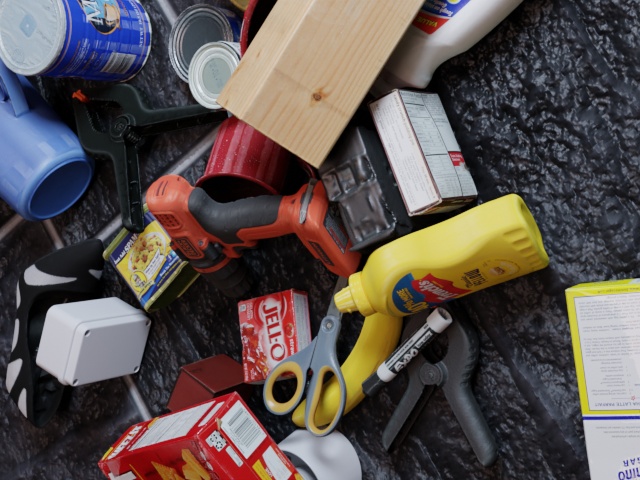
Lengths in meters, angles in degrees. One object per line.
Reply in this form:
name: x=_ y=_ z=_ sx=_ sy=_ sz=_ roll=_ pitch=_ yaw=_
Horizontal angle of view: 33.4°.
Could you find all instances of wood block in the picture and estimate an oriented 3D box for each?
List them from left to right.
wood block: x=0.007 y=-0.179 z=0.934 sx=0.206 sy=0.090 sz=0.090 roll=-57 pitch=24 yaw=4

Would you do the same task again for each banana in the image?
banana: x=0.034 y=0.122 z=1.068 sx=0.198 sy=0.037 sz=0.070 roll=-63 pitch=37 yaw=17

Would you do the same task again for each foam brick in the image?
foam brick: x=-0.115 y=0.161 z=1.137 sx=0.053 sy=0.078 sz=0.051 roll=32 pitch=112 yaw=26

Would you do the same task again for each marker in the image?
marker: x=0.079 y=0.108 z=1.007 sx=0.020 sy=0.020 sz=0.121 roll=51 pitch=120 yaw=18

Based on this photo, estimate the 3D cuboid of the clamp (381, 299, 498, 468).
clamp: x=0.105 y=0.133 z=1.020 sx=0.120 sy=0.039 sz=0.171 roll=-9 pitch=83 yaw=28

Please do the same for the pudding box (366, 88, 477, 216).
pudding box: x=0.094 y=-0.081 z=0.978 sx=0.039 sy=0.089 sz=0.113 roll=-27 pitch=81 yaw=30

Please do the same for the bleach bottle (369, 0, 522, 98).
bleach bottle: x=0.131 y=-0.220 z=0.959 sx=0.251 sy=0.067 sz=0.103 roll=-50 pitch=61 yaw=27

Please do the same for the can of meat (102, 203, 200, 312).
can of meat: x=-0.178 y=0.017 z=1.176 sx=0.102 sy=0.057 sz=0.084 roll=-47 pitch=72 yaw=26

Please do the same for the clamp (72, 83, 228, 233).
clamp: x=-0.213 y=-0.108 z=1.172 sx=0.210 sy=0.036 sz=0.164 roll=28 pitch=83 yaw=36

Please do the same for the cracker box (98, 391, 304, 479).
cracker box: x=-0.111 y=0.253 z=1.079 sx=0.214 sy=0.072 sz=0.164 roll=-25 pitch=105 yaw=49

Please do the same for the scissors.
scissors: x=-0.008 y=0.092 z=1.059 sx=0.096 sy=0.016 sz=0.202 roll=-2 pitch=77 yaw=23

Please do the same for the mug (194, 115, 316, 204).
mug: x=-0.060 y=-0.070 z=1.072 sx=0.117 sy=0.093 sz=0.081 roll=16 pitch=61 yaw=-4

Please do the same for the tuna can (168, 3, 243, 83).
tuna can: x=-0.118 y=-0.206 z=1.133 sx=0.086 sy=0.033 sz=0.086 roll=3 pitch=96 yaw=32

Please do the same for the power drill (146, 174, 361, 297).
power drill: x=-0.057 y=0.001 z=1.049 sx=0.188 sy=0.184 sz=0.057 roll=-2 pitch=57 yaw=26

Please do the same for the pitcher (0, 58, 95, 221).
pitcher: x=-0.375 y=-0.143 z=1.241 sx=0.243 sy=0.149 sz=0.145 roll=43 pitch=96 yaw=18

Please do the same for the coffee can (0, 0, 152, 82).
coffee can: x=-0.268 y=-0.227 z=1.162 sx=0.103 sy=0.140 sz=0.103 roll=3 pitch=96 yaw=32

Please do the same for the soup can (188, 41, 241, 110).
soup can: x=-0.076 y=-0.162 z=1.070 sx=0.069 sy=0.102 sz=0.068 roll=3 pitch=96 yaw=31

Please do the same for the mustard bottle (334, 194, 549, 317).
mustard bottle: x=0.101 y=0.024 z=0.955 sx=0.192 sy=0.096 sz=0.058 roll=-22 pitch=61 yaw=17

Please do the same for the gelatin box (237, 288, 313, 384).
gelatin box: x=-0.047 y=0.100 z=1.107 sx=0.073 sy=0.030 sz=0.089 roll=-15 pitch=73 yaw=33
